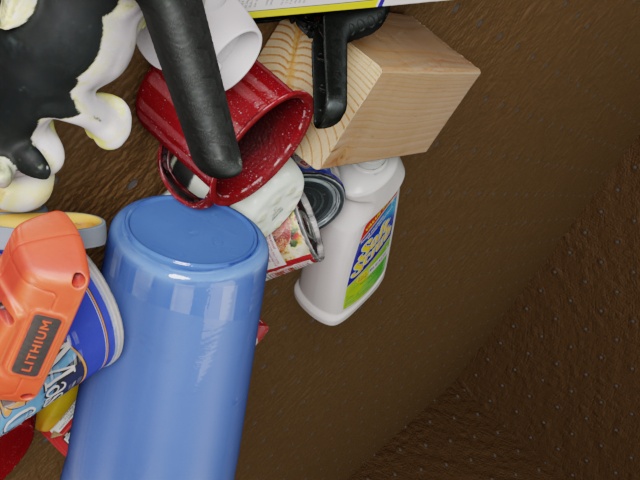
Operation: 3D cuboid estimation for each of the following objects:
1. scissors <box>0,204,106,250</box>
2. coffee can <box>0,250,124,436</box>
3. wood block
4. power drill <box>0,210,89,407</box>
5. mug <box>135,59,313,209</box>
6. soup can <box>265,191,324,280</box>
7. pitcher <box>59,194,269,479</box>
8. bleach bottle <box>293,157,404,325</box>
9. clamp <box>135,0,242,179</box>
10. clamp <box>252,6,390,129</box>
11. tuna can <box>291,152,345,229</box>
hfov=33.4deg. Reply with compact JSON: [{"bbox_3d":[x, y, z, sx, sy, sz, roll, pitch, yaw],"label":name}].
[{"bbox_3d":[-0.215,-0.009,0.565,0.201,0.096,0.016,0,104,-32],"label":"scissors"},{"bbox_3d":[-0.204,0.066,0.638,0.140,0.103,0.103,-35,160,-38],"label":"coffee can"},{"bbox_3d":[0.036,-0.124,0.848,0.091,0.090,0.205,-55,162,23],"label":"wood block"},{"bbox_3d":[-0.208,0.020,0.492,0.187,0.057,0.185,4,133,-35],"label":"power drill"},{"bbox_3d":[-0.070,-0.074,0.698,0.093,0.081,0.117,-25,152,-54],"label":"mug"},{"bbox_3d":[-0.056,0.001,0.869,0.102,0.068,0.068,-19,168,10],"label":"soup can"},{"bbox_3d":[-0.105,0.090,0.771,0.144,0.149,0.243,2,122,-21],"label":"pitcher"},{"bbox_3d":[0.030,-0.016,1.027,0.102,0.068,0.251,-42,161,-24],"label":"bleach bottle"},{"bbox_3d":[-0.071,-0.130,0.473,0.209,0.036,0.164,26,79,-49],"label":"clamp"},{"bbox_3d":[-0.014,-0.152,0.678,0.039,0.120,0.171,-49,-170,47],"label":"clamp"},{"bbox_3d":[-0.022,-0.041,0.913,0.086,0.034,0.086,-10,143,-8],"label":"tuna can"}]
